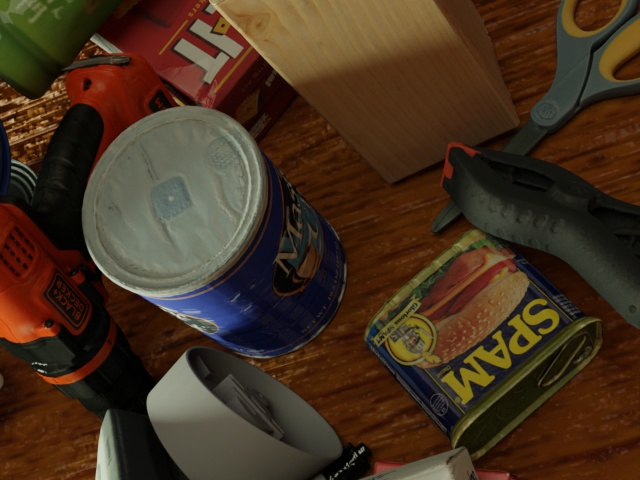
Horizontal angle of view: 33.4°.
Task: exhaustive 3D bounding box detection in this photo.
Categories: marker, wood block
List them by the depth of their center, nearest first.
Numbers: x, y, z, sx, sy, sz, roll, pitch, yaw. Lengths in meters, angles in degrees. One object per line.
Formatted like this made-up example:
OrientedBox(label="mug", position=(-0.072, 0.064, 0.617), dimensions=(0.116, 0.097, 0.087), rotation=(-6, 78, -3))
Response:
OrientedBox(label="wood block", position=(0.025, -0.124, 0.574), dimensions=(0.091, 0.205, 0.090), rotation=(-23, 60, 18))
OrientedBox(label="marker", position=(-0.017, 0.158, 0.598), dimensions=(0.121, 0.020, 0.020), rotation=(-44, 63, 0))

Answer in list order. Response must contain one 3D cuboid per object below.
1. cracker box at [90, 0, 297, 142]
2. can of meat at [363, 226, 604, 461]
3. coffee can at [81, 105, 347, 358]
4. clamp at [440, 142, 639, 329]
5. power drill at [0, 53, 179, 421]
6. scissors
OrientedBox(label="cracker box", position=(-0.083, -0.186, 0.719), dimensions=(0.214, 0.072, 0.164), rotation=(37, 86, 26))
OrientedBox(label="can of meat", position=(0.086, 0.053, 0.575), dimensions=(0.102, 0.057, 0.084), rotation=(-40, 59, -5))
OrientedBox(label="coffee can", position=(-0.054, 0.001, 0.601), dimensions=(0.103, 0.140, 0.103), rotation=(-7, 69, 17))
OrientedBox(label="clamp", position=(0.144, -0.011, 0.571), dimensions=(0.172, 0.120, 0.039), rotation=(38, 121, 38))
OrientedBox(label="power drill", position=(-0.128, -0.003, 0.635), dimensions=(0.057, 0.184, 0.187), rotation=(-3, 50, 25))
OrientedBox(label="scissors", position=(0.132, -0.092, 0.638), dimensions=(0.202, 0.016, 0.096), rotation=(-31, 62, 7))
